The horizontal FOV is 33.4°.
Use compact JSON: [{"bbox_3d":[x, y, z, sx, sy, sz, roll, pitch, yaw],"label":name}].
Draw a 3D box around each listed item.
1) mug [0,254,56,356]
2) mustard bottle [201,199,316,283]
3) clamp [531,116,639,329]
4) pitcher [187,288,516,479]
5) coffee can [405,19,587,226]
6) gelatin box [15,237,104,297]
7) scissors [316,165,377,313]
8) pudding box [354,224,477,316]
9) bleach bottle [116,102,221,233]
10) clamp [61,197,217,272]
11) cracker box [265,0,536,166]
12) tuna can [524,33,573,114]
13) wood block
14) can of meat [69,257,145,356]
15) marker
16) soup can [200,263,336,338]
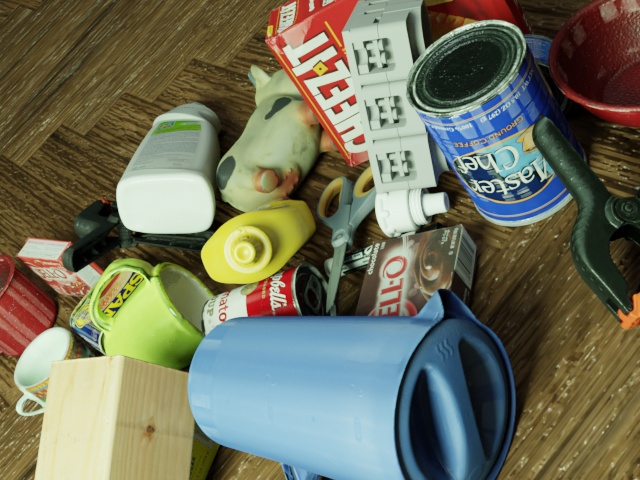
[{"bbox_3d":[-0.356,0.085,1.187,0.093,0.081,0.117,10,59,46],"label":"mug"},{"bbox_3d":[-0.056,0.002,0.946,0.096,0.058,0.191,-23,3,5],"label":"mustard bottle"},{"bbox_3d":[0.231,-0.023,0.785,0.120,0.039,0.171,-11,70,4],"label":"clamp"},{"bbox_3d":[0.012,0.127,0.797,0.243,0.145,0.149,0,41,46],"label":"pitcher"},{"bbox_3d":[0.146,-0.094,0.872,0.103,0.140,0.103,-21,42,21],"label":"coffee can"},{"bbox_3d":[-0.285,0.031,1.186,0.089,0.073,0.030,4,55,43],"label":"gelatin box"},{"bbox_3d":[0.035,-0.015,0.966,0.096,0.016,0.202,-36,26,14],"label":"scissors"},{"bbox_3d":[0.077,0.047,0.879,0.090,0.039,0.113,-11,46,35],"label":"pudding box"},{"bbox_3d":[-0.149,-0.094,1.172,0.102,0.068,0.250,-1,28,5],"label":"bleach bottle"},{"bbox_3d":[-0.201,-0.011,1.154,0.164,0.036,0.210,-5,16,-16],"label":"clamp"},{"bbox_3d":[0.081,-0.183,1.000,0.214,0.164,0.072,-24,31,22],"label":"cracker box"},{"bbox_3d":[0.180,-0.138,0.936,0.086,0.086,0.033,-14,46,31],"label":"tuna can"},{"bbox_3d":[-0.164,0.202,0.836,0.090,0.090,0.206,-10,68,38],"label":"wood block"},{"bbox_3d":[-0.197,0.071,1.084,0.102,0.057,0.084,-52,35,-15],"label":"can of meat"},{"bbox_3d":[0.059,0.009,0.950,0.121,0.020,0.020,-20,42,26],"label":"marker"},{"bbox_3d":[-0.046,0.067,0.944,0.102,0.068,0.068,-20,42,27],"label":"soup can"}]
